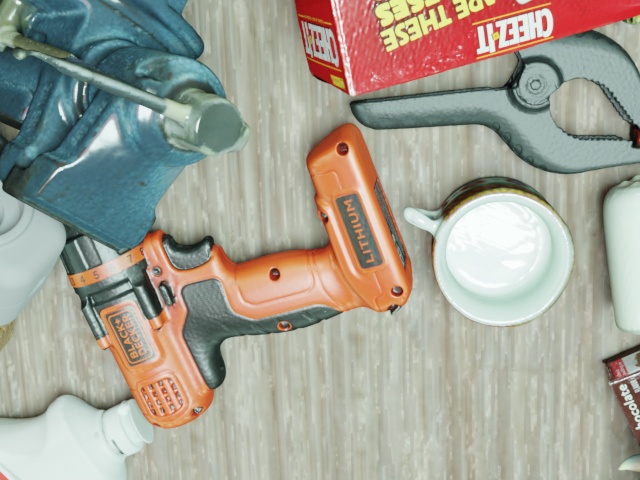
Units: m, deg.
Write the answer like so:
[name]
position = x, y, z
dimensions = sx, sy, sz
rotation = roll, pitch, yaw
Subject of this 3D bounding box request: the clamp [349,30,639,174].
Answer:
[clamp]
position = 0.112, -0.096, 0.575
dimensions = 0.171, 0.039, 0.120
rotation = 17, 109, -3

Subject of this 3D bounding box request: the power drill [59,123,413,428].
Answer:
[power drill]
position = -0.054, 0.001, 0.607
dimensions = 0.188, 0.057, 0.184
rotation = -20, 104, 13

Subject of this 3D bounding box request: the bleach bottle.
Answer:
[bleach bottle]
position = -0.223, 0.155, 0.659
dimensions = 0.251, 0.068, 0.102
rotation = -26, 100, 9
